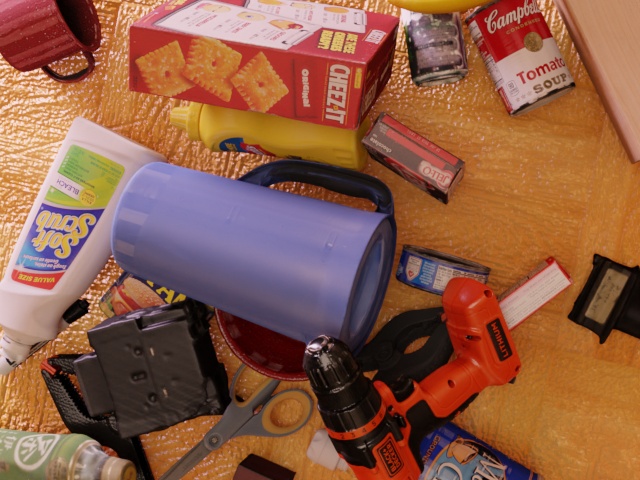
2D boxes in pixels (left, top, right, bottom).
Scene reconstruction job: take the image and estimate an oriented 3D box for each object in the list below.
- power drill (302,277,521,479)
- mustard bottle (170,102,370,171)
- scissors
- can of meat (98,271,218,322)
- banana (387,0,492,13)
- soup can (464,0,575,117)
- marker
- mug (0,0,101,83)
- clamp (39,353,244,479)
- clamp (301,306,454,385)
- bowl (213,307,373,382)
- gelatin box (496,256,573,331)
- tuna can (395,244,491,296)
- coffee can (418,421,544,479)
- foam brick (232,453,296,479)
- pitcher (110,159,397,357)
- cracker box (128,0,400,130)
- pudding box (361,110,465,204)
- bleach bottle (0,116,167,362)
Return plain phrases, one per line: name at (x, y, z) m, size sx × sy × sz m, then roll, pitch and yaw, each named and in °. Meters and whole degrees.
power drill at (0.079, 0.114, 0.908) m, size 0.187 × 0.057 × 0.184 m, roll -38°, pitch 122°, yaw -24°
mustard bottle at (-0.051, -0.107, 1.024) m, size 0.192 × 0.096 × 0.058 m, roll 9°, pitch 89°, yaw 10°
scissors at (-0.084, 0.200, 1.048) m, size 0.096 × 0.016 × 0.201 m, roll 35°, pitch 80°, yaw -6°
can of meat at (-0.159, 0.062, 1.070) m, size 0.102 × 0.057 × 0.084 m, roll 43°, pitch 100°, yaw 7°
banana at (0.149, -0.247, 0.939) m, size 0.198 × 0.037 × 0.069 m, roll -33°, pitch 87°, yaw 31°
soup can at (0.186, -0.174, 0.994) m, size 0.068 × 0.068 × 0.102 m, roll -25°, pitch 87°, yaw 10°
marker at (-0.289, 0.099, 1.113) m, size 0.121 × 0.020 × 0.020 m, roll -37°, pitch 85°, yaw 9°
mug at (-0.274, -0.211, 1.077) m, size 0.081 × 0.093 × 0.117 m, roll -19°, pitch 124°, yaw 15°
clamp at (-0.188, 0.174, 1.087) m, size 0.210 × 0.036 × 0.164 m, roll 40°, pitch 96°, yaw 3°
clamp at (0.065, 0.126, 1.013) m, size 0.171 × 0.039 × 0.120 m, roll -30°, pitch 49°, yaw 10°
bowl at (-0.020, 0.055, 1.039) m, size 0.162 × 0.055 × 0.162 m, roll -1°, pitch 86°, yaw 13°
gelatin box at (0.191, 0.054, 0.994) m, size 0.089 × 0.073 × 0.030 m, roll -39°, pitch 85°, yaw 9°
tuna can at (0.114, 0.031, 1.002) m, size 0.086 × 0.086 × 0.034 m, roll 16°, pitch 96°, yaw 10°
coffee can at (0.122, 0.228, 0.996) m, size 0.140 × 0.102 × 0.103 m, roll 31°, pitch 96°, yaw 9°
foam brick at (-0.066, 0.260, 1.057) m, size 0.051 × 0.053 × 0.078 m, roll 22°, pitch 96°, yaw 9°
pitcher at (-0.056, 0.001, 0.965) m, size 0.243 × 0.149 × 0.145 m, roll 17°, pitch 109°, yaw 16°
cracker box at (-0.048, -0.172, 0.986) m, size 0.214 × 0.164 × 0.072 m, roll 12°, pitch 118°, yaw 10°
pudding box at (0.088, -0.075, 0.991) m, size 0.090 × 0.113 × 0.039 m, roll 34°, pitch 93°, yaw 8°
bleach bottle at (-0.252, 0.008, 1.074) m, size 0.103 × 0.068 × 0.251 m, roll 26°, pitch 93°, yaw 13°
